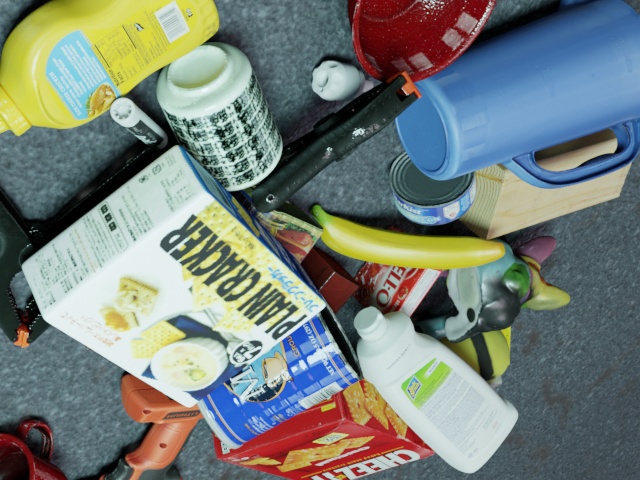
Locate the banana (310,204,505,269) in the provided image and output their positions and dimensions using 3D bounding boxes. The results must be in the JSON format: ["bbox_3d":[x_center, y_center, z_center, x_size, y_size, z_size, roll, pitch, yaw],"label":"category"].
[{"bbox_3d":[0.083,0.005,1.077,0.197,0.037,0.070,10,166,-3],"label":"banana"}]

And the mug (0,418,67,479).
[{"bbox_3d":[-0.281,0.223,0.987,0.081,0.093,0.117,56,46,-57],"label":"mug"}]

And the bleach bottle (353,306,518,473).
[{"bbox_3d":[0.116,0.147,1.143,0.102,0.068,0.250,-50,128,-13],"label":"bleach bottle"}]

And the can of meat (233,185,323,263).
[{"bbox_3d":[-0.056,0.001,0.997,0.101,0.057,0.084,23,106,-50],"label":"can of meat"}]

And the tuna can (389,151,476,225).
[{"bbox_3d":[0.113,-0.057,1.073,0.086,0.086,0.034,-34,143,-13],"label":"tuna can"}]

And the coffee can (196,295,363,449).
[{"bbox_3d":[-0.045,0.120,1.015,0.140,0.103,0.102,-29,143,6],"label":"coffee can"}]

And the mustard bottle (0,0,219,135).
[{"bbox_3d":[-0.167,-0.135,0.764,0.191,0.058,0.096,-38,150,-8],"label":"mustard bottle"}]

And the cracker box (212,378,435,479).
[{"bbox_3d":[0.007,0.212,1.184,0.164,0.072,0.213,-22,150,25],"label":"cracker box"}]

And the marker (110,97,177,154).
[{"bbox_3d":[-0.135,-0.086,0.835,0.020,0.020,0.121,-44,168,0],"label":"marker"}]

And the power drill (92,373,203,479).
[{"bbox_3d":[-0.193,0.217,1.077,0.184,0.057,0.188,-1,129,-46],"label":"power drill"}]

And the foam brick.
[{"bbox_3d":[-0.010,0.053,1.090,0.078,0.053,0.051,-49,143,6],"label":"foam brick"}]

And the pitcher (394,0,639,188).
[{"bbox_3d":[0.200,-0.134,1.036,0.242,0.149,0.145,-22,137,-22],"label":"pitcher"}]

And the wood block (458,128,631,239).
[{"bbox_3d":[0.236,-0.082,1.157,0.205,0.091,0.090,-16,134,-31],"label":"wood block"}]

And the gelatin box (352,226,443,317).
[{"bbox_3d":[0.079,0.041,1.144,0.030,0.073,0.089,13,116,-48],"label":"gelatin box"}]

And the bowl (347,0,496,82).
[{"bbox_3d":[0.079,-0.217,0.915,0.161,0.055,0.162,-25,139,-24],"label":"bowl"}]

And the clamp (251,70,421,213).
[{"bbox_3d":[0.006,-0.087,0.924,0.171,0.120,0.039,-34,111,-2],"label":"clamp"}]

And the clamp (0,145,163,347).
[{"bbox_3d":[-0.214,0.001,0.852,0.164,0.036,0.210,-3,132,-23],"label":"clamp"}]
